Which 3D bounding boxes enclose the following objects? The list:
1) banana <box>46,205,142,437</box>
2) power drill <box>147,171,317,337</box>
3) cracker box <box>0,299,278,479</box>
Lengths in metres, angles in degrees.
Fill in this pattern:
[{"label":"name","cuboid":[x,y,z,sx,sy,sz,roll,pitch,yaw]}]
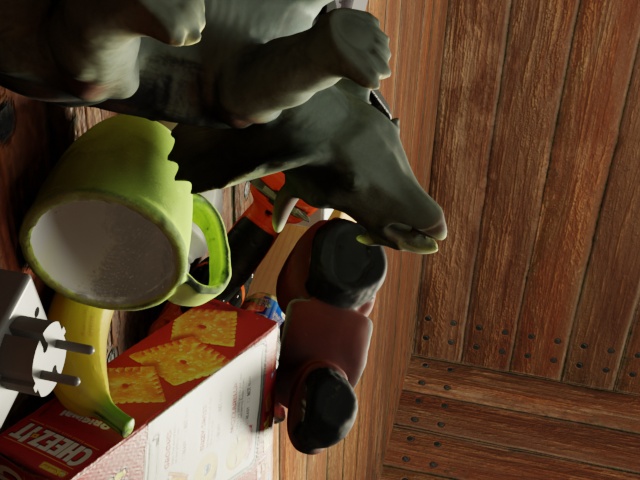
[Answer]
[{"label":"banana","cuboid":[-0.128,0.032,0.659,0.037,0.069,0.197,103,-4,-53]},{"label":"power drill","cuboid":[-0.056,0.001,0.857,0.188,0.057,0.184,-54,-176,27]},{"label":"cracker box","cuboid":[-0.113,0.155,0.697,0.213,0.072,0.164,-34,134,-51]}]
